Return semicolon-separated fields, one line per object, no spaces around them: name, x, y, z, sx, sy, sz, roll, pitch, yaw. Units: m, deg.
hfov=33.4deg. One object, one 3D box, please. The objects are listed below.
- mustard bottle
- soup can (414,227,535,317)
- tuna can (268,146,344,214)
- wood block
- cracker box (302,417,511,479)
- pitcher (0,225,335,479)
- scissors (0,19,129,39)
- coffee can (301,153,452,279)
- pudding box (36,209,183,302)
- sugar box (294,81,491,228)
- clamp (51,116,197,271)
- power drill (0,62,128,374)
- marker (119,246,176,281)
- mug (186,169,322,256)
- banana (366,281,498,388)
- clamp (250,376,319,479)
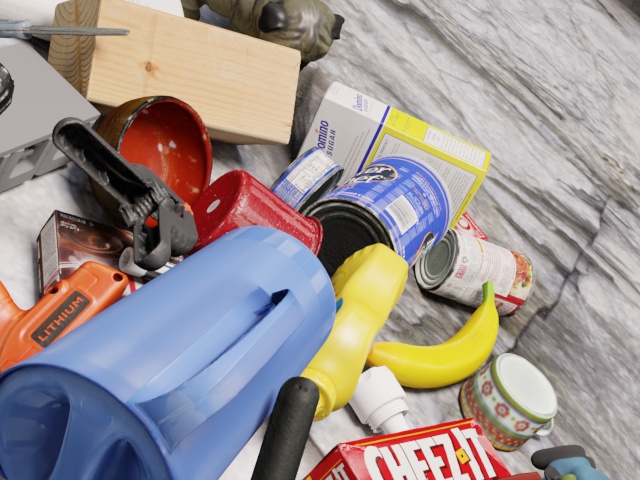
mustard bottle;0.012;0.082;0.844;0.058;0.096;0.191;38;33;-4
soup can;0.154;0.032;1.070;0.102;0.069;0.068;19;38;-27
tuna can;-0.019;-0.044;0.974;0.034;0.086;0.086;42;33;7
wood block;-0.129;-0.147;0.953;0.205;0.090;0.091;9;88;-38
cracker box;0.102;0.239;0.770;0.163;0.072;0.214;0;49;-45
pitcher;-0.078;0.078;0.674;0.149;0.145;0.242;17;30;21
scissors;-0.250;-0.177;0.876;0.201;0.016;0.096;-1;21;1
coffee can;0.051;-0.012;0.988;0.103;0.103;0.140;44;33;6
pudding box;-0.152;0.034;0.792;0.113;0.039;0.090;17;39;-33
sugar box;0.071;-0.081;1.067;0.176;0.093;0.048;27;38;1
clamp;-0.122;-0.018;0.765;0.120;0.039;0.171;61;9;18
power drill;-0.219;-0.006;0.695;0.187;0.057;0.184;41;71;-1
marker;-0.095;0.032;0.802;0.120;0.020;0.020;23;36;-35
mug;-0.056;0.001;0.853;0.081;0.093;0.117;38;7;-27
banana;0.110;0.098;0.968;0.197;0.037;0.069;-22;82;-47
clamp;-0.043;0.194;0.637;0.036;0.165;0.209;14;39;16
